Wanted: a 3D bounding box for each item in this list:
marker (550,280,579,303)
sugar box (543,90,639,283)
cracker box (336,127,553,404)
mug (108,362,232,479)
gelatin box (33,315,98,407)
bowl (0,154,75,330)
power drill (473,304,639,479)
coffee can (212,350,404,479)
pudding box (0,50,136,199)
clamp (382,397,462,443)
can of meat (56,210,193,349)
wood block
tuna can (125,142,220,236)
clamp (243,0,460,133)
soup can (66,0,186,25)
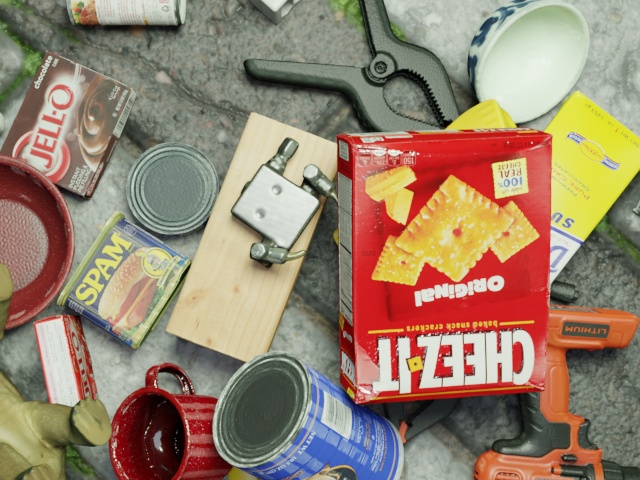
[{"bbox_3d":[0.182,0.035,0.997,0.121,0.020,0.020,17,86,1],"label":"marker"},{"bbox_3d":[0.215,-0.041,0.980,0.093,0.048,0.176,38,78,5],"label":"sugar box"},{"bbox_3d":[0.099,0.019,0.865,0.164,0.072,0.214,-3,101,-8],"label":"cracker box"},{"bbox_3d":[-0.128,0.166,0.946,0.093,0.081,0.117,-24,69,28],"label":"mug"},{"bbox_3d":[-0.228,0.113,0.964,0.030,0.073,0.089,-14,86,-1],"label":"gelatin box"},{"bbox_3d":[-0.300,0.004,0.980,0.162,0.055,0.162,0,86,0],"label":"bowl"},{"bbox_3d":[0.237,0.155,0.961,0.184,0.057,0.188,6,92,-4],"label":"power drill"},{"bbox_3d":[-0.008,0.169,0.911,0.103,0.103,0.140,-53,131,-3],"label":"coffee can"},{"bbox_3d":[-0.235,-0.107,0.997,0.090,0.039,0.113,24,86,2],"label":"pudding box"},{"bbox_3d":[0.096,0.099,0.984,0.120,0.039,0.171,32,80,9],"label":"clamp"},{"bbox_3d":[-0.177,0.038,0.979,0.084,0.057,0.102,32,86,0],"label":"can of meat"},{"bbox_3d":[-0.056,0.001,0.964,0.090,0.091,0.206,21,86,1],"label":"wood block"},{"bbox_3d":[-0.136,-0.047,0.995,0.086,0.034,0.086,0,86,0],"label":"tuna can"},{"bbox_3d":[0.056,-0.169,1.002,0.210,0.036,0.164,34,87,0],"label":"clamp"},{"bbox_3d":[-0.179,-0.234,0.992,0.102,0.068,0.068,0,86,-1],"label":"soup can"}]
